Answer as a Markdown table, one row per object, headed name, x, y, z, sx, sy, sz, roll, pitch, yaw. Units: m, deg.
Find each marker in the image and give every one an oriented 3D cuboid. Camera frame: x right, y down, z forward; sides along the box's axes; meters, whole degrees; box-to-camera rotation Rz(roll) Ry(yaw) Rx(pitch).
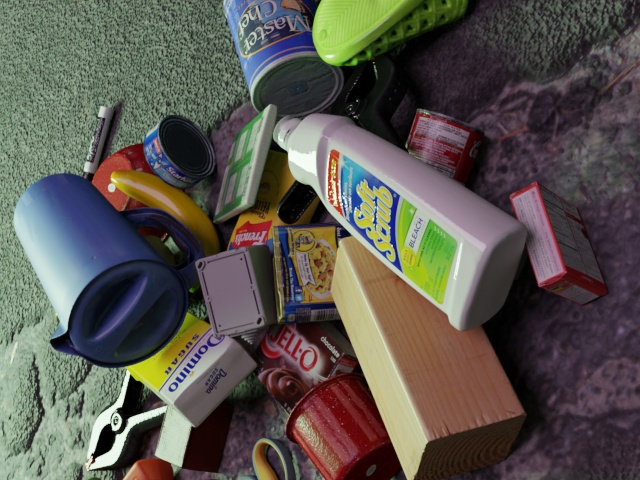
| name | x | y | z | sx | sy | sz | roll | pitch | yaw |
| --- | --- | --- | --- | --- | --- | --- | --- | --- | --- |
| marker | -0.307 | -0.123 | 1.457 | 0.020 | 0.020 | 0.121 | 11 | 85 | 46 |

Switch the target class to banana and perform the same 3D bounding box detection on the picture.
| name | x | y | z | sx | sy | sz | roll | pitch | yaw |
| --- | --- | --- | --- | --- | --- | --- | --- | --- | --- |
| banana | -0.171 | -0.026 | 1.254 | 0.198 | 0.069 | 0.037 | 50 | 143 | 28 |

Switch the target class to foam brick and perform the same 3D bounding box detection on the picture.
| name | x | y | z | sx | sy | sz | roll | pitch | yaw |
| --- | --- | --- | --- | --- | --- | --- | --- | --- | --- |
| foam brick | -0.137 | 0.207 | 1.162 | 0.053 | 0.051 | 0.078 | 10 | 83 | 46 |

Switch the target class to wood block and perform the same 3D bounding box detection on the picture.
| name | x | y | z | sx | sy | sz | roll | pitch | yaw |
| --- | --- | --- | --- | --- | --- | --- | --- | --- | --- |
| wood block | 0.088 | 0.094 | 0.929 | 0.090 | 0.090 | 0.206 | 98 | 155 | -52 |

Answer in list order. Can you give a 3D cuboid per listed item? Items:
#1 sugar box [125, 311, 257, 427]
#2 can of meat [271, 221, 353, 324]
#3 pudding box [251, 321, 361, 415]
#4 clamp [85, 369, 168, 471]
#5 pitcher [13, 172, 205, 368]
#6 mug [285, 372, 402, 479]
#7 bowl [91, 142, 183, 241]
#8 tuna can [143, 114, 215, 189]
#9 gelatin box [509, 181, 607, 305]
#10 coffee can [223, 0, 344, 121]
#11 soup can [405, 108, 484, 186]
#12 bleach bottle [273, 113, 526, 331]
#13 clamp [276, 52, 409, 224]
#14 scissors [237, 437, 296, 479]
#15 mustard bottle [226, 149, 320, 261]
| name | x | y | z | sx | sy | sz | roll | pitch | yaw |
| --- | --- | --- | --- | --- | --- | --- | --- | --- | --- |
| sugar box | -0.146 | 0.129 | 1.147 | 0.093 | 0.048 | 0.176 | -45 | 25 | -15 |
| can of meat | -0.003 | 0.031 | 1.054 | 0.057 | 0.084 | 0.102 | 100 | 166 | -67 |
| pudding box | -0.016 | 0.122 | 1.080 | 0.114 | 0.039 | 0.090 | 43 | 108 | 44 |
| clamp | -0.228 | 0.202 | 1.261 | 0.172 | 0.039 | 0.120 | -45 | 47 | 24 |
| pitcher | -0.244 | 0.017 | 1.183 | 0.243 | 0.149 | 0.145 | 44 | 114 | 46 |
| mug | 0.037 | 0.177 | 0.986 | 0.117 | 0.093 | 0.082 | -32 | 53 | -12 |
| bowl | -0.244 | -0.058 | 1.350 | 0.162 | 0.055 | 0.162 | -16 | 66 | 40 |
| tuna can | -0.168 | -0.104 | 1.268 | 0.034 | 0.086 | 0.086 | -33 | 56 | 34 |
| gelatin box | 0.197 | 0.003 | 0.886 | 0.030 | 0.073 | 0.089 | -31 | 57 | 30 |
| coffee can | -0.042 | -0.216 | 1.169 | 0.103 | 0.102 | 0.140 | -38 | 53 | 29 |
| soup can | 0.105 | -0.064 | 1.002 | 0.069 | 0.068 | 0.102 | 22 | 93 | 46 |
| bleach bottle | 0.054 | -0.032 | 0.916 | 0.251 | 0.067 | 0.103 | 36 | 131 | 30 |
| clamp | 0.032 | -0.111 | 1.055 | 0.165 | 0.036 | 0.210 | -28 | 34 | 35 |
| scissors | -0.038 | 0.294 | 1.062 | 0.096 | 0.016 | 0.202 | -43 | 51 | 28 |
| mustard bottle | -0.058 | 0.001 | 1.147 | 0.096 | 0.058 | 0.191 | 18 | 90 | 47 |
